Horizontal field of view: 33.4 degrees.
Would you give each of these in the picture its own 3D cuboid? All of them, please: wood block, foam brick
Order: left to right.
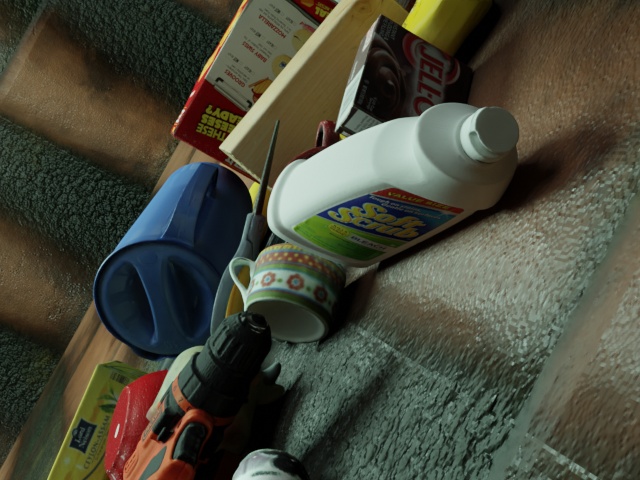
[{"bbox_3d":[-0.073,0.202,0.788,0.053,0.051,0.078,-40,25,55],"label":"foam brick"},{"bbox_3d":[0.005,-0.137,1.020,0.206,0.090,0.090,-51,14,-1],"label":"wood block"}]

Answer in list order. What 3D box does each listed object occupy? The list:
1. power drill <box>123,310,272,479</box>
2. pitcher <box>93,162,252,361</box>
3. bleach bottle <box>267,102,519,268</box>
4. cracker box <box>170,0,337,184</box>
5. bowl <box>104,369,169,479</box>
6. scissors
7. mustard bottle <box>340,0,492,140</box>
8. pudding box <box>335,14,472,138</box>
[{"bbox_3d":[-0.092,0.156,0.723,0.185,0.057,0.187,-58,11,26],"label":"power drill"},{"bbox_3d":[-0.138,0.000,1.122,0.149,0.145,0.242,-25,21,18],"label":"pitcher"},{"bbox_3d":[0.050,-0.042,0.722,0.251,0.102,0.068,-30,39,66],"label":"bleach bottle"},{"bbox_3d":[-0.045,-0.171,1.186,0.214,0.164,0.072,-61,12,1],"label":"cracker box"},{"bbox_3d":[-0.187,0.203,1.118,0.162,0.055,0.162,-165,90,-73],"label":"bowl"},{"bbox_3d":[-0.056,0.001,0.954,0.096,0.016,0.201,67,-143,-62],"label":"scissors"},{"bbox_3d":[0.073,-0.143,0.930,0.192,0.058,0.096,-57,9,18],"label":"mustard bottle"},{"bbox_3d":[0.066,-0.111,0.830,0.039,0.090,0.113,-47,20,50],"label":"pudding box"}]
